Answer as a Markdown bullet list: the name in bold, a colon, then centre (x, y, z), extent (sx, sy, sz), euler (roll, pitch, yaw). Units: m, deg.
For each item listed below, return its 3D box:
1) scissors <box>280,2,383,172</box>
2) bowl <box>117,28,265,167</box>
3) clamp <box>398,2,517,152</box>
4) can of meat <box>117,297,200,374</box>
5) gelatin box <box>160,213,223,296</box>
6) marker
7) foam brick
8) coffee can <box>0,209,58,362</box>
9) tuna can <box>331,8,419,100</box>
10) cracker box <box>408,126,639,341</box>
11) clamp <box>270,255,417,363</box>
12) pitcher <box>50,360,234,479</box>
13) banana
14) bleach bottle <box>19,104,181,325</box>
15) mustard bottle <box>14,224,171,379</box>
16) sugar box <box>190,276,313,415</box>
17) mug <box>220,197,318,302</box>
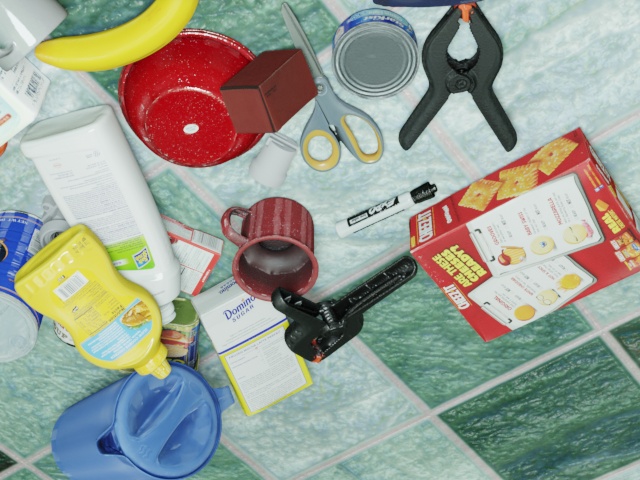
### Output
- **scissors**: centre (-0.012, -0.143, 1.087), extent (0.096, 0.016, 0.201), euler (-30, 122, 23)
- **bowl**: centre (-0.127, -0.129, 1.076), extent (0.162, 0.055, 0.162), euler (1, 129, 1)
- **clamp**: centre (0.149, -0.156, 1.058), extent (0.120, 0.039, 0.171), euler (5, 128, -6)
- **can of meat**: centre (-0.193, 0.112, 1.270), extent (0.102, 0.057, 0.084), euler (6, 126, -4)
- **gelatin box**: centre (-0.164, 0.016, 1.208), extent (0.089, 0.030, 0.073), euler (23, 126, -13)
- **marker**: centre (0.073, -0.034, 1.170), extent (0.121, 0.020, 0.020), euler (-24, 124, 19)
- **foam brick**: centre (-0.049, -0.145, 1.036), extent (0.051, 0.078, 0.053), euler (4, 127, 38)
- **coffee can**: centre (-0.346, 0.049, 1.167), extent (0.103, 0.140, 0.103), euler (1, 129, 0)
- **tuna can**: centre (0.053, -0.182, 1.043), extent (0.086, 0.033, 0.086), euler (1, 129, 1)
- **cracker box**: centre (0.228, -0.002, 1.160), extent (0.214, 0.072, 0.164), euler (-28, 121, 23)
- **clamp**: centre (0.002, 0.086, 1.186), extent (0.164, 0.036, 0.210), euler (-9, 154, -24)
- **pitcher**: centre (-0.222, 0.226, 1.280), extent (0.149, 0.145, 0.243), euler (31, 150, -23)
- **banana**: centre (-0.185, -0.207, 1.030), extent (0.198, 0.037, 0.069), euler (-30, 94, 19)
- **bleach bottle**: centre (-0.220, -0.015, 1.137), extent (0.103, 0.068, 0.251), euler (-12, 119, 14)
- **mustard bottle**: centre (-0.224, 0.079, 1.125), extent (0.096, 0.058, 0.191), euler (-40, 115, 0)
- **sugar box**: centre (-0.079, 0.120, 1.264), extent (0.093, 0.048, 0.176), euler (-27, 125, -10)
- **mug**: centre (-0.058, 0.001, 1.161), extent (0.117, 0.081, 0.093), euler (28, 124, -20)
